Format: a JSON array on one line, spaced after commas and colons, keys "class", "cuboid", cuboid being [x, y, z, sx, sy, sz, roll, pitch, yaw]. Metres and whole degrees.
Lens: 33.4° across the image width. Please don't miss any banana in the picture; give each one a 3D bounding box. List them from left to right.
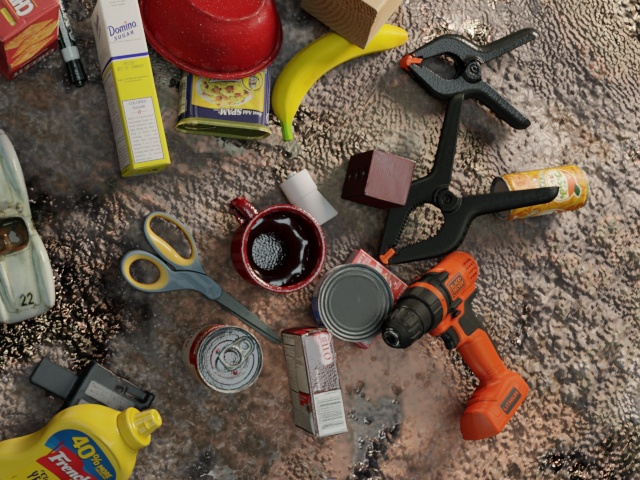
[{"class": "banana", "cuboid": [0.010, -0.197, 1.202, 0.197, 0.037, 0.069, -41, 113, -13]}]

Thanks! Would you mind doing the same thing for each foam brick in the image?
[{"class": "foam brick", "cuboid": [0.063, -0.067, 1.189, 0.051, 0.078, 0.053, 15, 83, -17]}]

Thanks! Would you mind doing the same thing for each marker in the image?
[{"class": "marker", "cuboid": [-0.271, -0.220, 1.125, 0.020, 0.020, 0.121, -18, 93, -17]}]

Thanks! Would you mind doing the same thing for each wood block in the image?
[{"class": "wood block", "cuboid": [0.076, -0.325, 1.176, 0.091, 0.090, 0.206, 35, 71, 5]}]

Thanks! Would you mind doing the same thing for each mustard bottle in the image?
[{"class": "mustard bottle", "cuboid": [-0.242, 0.215, 1.055, 0.192, 0.058, 0.096, -28, 107, 11]}]

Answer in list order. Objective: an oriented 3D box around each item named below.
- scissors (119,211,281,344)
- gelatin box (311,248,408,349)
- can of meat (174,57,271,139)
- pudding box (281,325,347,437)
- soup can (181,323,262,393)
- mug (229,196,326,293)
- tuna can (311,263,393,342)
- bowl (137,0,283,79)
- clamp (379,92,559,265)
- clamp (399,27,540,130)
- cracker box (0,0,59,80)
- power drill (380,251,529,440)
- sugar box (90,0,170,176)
[{"class": "scissors", "cuboid": [-0.137, 0.061, 1.156, 0.096, 0.016, 0.201, -38, 98, -13]}, {"class": "gelatin box", "cuboid": [0.045, 0.066, 1.202, 0.073, 0.030, 0.089, 38, 78, -12]}, {"class": "can of meat", "cuboid": [-0.104, -0.158, 1.154, 0.102, 0.057, 0.084, 4, 84, -17]}, {"class": "pudding box", "cuboid": [-0.008, 0.150, 1.152, 0.039, 0.090, 0.113, -7, 90, -15]}, {"class": "soup can", "cuboid": [-0.105, 0.122, 1.117, 0.068, 0.102, 0.068, 1, 88, -17]}, {"class": "mug", "cuboid": [-0.058, 0.001, 1.147, 0.093, 0.082, 0.117, -44, 100, -14]}, {"class": "tuna can", "cuboid": [0.034, 0.068, 1.165, 0.086, 0.034, 0.086, 1, 87, -15]}, {"class": "bowl", "cuboid": [-0.109, -0.248, 1.121, 0.162, 0.055, 0.162, 10, 56, -16]}, {"class": "clamp", "cuboid": [0.154, -0.042, 1.209, 0.164, 0.036, 0.210, 40, 90, 10]}, {"class": "clamp", "cuboid": [0.181, -0.207, 1.250, 0.171, 0.039, 0.120, 15, 82, -15]}, {"class": "cracker box", "cuboid": [-0.322, -0.249, 1.010, 0.072, 0.214, 0.164, -37, 98, -13]}, {"class": "power drill", "cuboid": [0.152, 0.124, 1.183, 0.184, 0.057, 0.187, -38, 105, -47]}, {"class": "sugar box", "cuboid": [-0.198, -0.157, 1.106, 0.048, 0.093, 0.176, -9, 91, -18]}]
